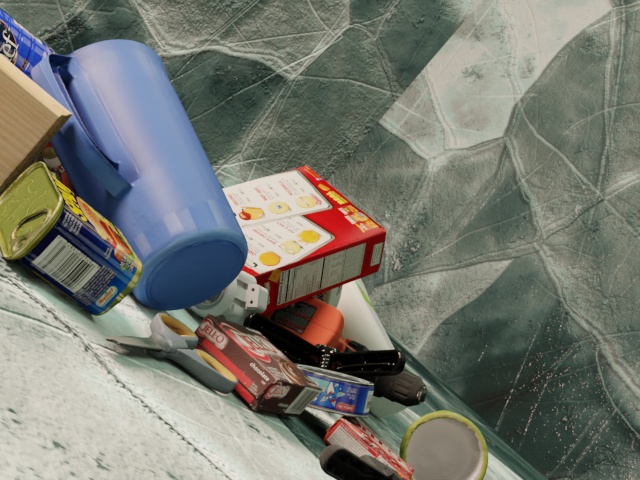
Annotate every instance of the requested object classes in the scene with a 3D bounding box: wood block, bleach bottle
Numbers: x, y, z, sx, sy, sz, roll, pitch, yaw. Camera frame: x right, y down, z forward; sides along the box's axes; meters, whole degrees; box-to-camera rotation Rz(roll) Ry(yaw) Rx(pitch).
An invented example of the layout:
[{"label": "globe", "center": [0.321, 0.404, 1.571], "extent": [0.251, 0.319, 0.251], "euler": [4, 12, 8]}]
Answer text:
[{"label": "wood block", "center": [-0.307, -0.132, 0.833], "extent": [0.206, 0.091, 0.090], "euler": [40, 1, -10]}, {"label": "bleach bottle", "center": [0.054, 0.116, 1.464], "extent": [0.102, 0.068, 0.251], "euler": [60, 6, -44]}]

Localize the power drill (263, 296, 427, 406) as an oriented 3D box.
[{"label": "power drill", "center": [0.024, 0.130, 1.269], "extent": [0.185, 0.057, 0.187], "euler": [19, -17, 33]}]

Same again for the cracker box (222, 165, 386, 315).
[{"label": "cracker box", "center": [-0.058, 0.002, 1.232], "extent": [0.164, 0.213, 0.072], "euler": [42, -42, 39]}]

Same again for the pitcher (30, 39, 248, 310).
[{"label": "pitcher", "center": [-0.166, -0.061, 0.965], "extent": [0.243, 0.149, 0.145], "euler": [59, -33, 30]}]

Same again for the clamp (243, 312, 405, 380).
[{"label": "clamp", "center": [0.013, 0.132, 1.131], "extent": [0.165, 0.036, 0.210], "euler": [13, -19, 12]}]

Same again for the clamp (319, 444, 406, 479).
[{"label": "clamp", "center": [0.049, 0.206, 0.894], "extent": [0.120, 0.039, 0.171], "euler": [45, -4, 2]}]

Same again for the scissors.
[{"label": "scissors", "center": [-0.106, 0.091, 0.806], "extent": [0.096, 0.016, 0.202], "euler": [41, 2, -2]}]

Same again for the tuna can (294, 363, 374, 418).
[{"label": "tuna can", "center": [0.008, 0.146, 1.037], "extent": [0.086, 0.034, 0.086], "euler": [14, -3, 0]}]

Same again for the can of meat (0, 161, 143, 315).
[{"label": "can of meat", "center": [-0.183, 0.000, 0.769], "extent": [0.083, 0.057, 0.102], "euler": [43, 1, -33]}]

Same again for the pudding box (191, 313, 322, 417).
[{"label": "pudding box", "center": [-0.057, 0.112, 0.943], "extent": [0.090, 0.039, 0.113], "euler": [41, 1, 23]}]

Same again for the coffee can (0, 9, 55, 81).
[{"label": "coffee can", "center": [-0.370, -0.206, 1.144], "extent": [0.140, 0.103, 0.103], "euler": [39, 2, -41]}]

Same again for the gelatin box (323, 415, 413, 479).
[{"label": "gelatin box", "center": [0.047, 0.205, 1.022], "extent": [0.089, 0.030, 0.073], "euler": [41, 1, 9]}]
